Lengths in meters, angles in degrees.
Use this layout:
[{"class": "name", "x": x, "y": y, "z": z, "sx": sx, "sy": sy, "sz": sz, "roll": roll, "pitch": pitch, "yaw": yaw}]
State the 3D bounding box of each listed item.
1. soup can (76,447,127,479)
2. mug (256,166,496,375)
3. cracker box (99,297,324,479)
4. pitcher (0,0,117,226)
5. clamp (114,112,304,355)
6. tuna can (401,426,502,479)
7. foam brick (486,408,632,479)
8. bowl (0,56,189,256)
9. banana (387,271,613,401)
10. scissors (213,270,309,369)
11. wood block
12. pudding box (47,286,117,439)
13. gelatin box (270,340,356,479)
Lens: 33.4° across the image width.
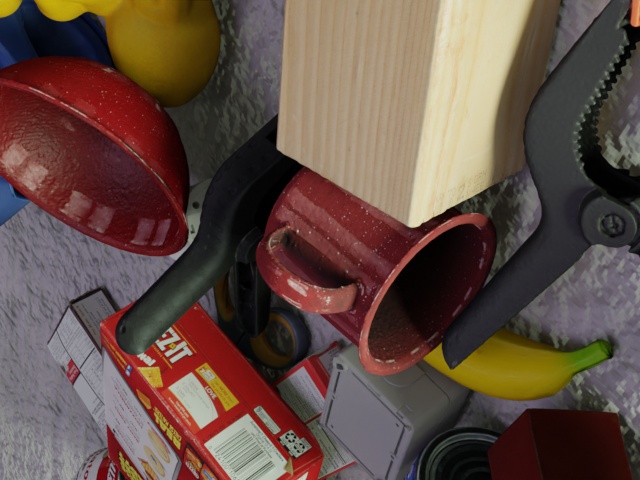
[{"class": "soup can", "x": -0.164, "y": 0.209, "z": 0.928, "sx": 0.102, "sy": 0.068, "sz": 0.068, "roll": -24, "pitch": 93, "yaw": 54}, {"class": "mug", "x": 0.018, "y": 0.008, "z": 0.520, "sx": 0.082, "sy": 0.117, "sz": 0.093, "roll": 39, "pitch": 126, "yaw": 31}, {"class": "cracker box", "x": -0.081, "y": 0.151, "z": 0.757, "sx": 0.164, "sy": 0.072, "sz": 0.214, "roll": 46, "pitch": 152, "yaw": 22}, {"class": "pitcher", "x": -0.252, "y": -0.093, "z": 0.813, "sx": 0.145, "sy": 0.149, "sz": 0.243, "roll": 44, "pitch": 148, "yaw": -12}, {"class": "clamp", "x": -0.054, "y": 0.001, "z": 0.627, "sx": 0.039, "sy": 0.120, "sz": 0.172, "roll": 37, "pitch": 123, "yaw": 26}, {"class": "tuna can", "x": 0.086, "y": 0.144, "z": 0.577, "sx": 0.086, "sy": 0.085, "sz": 0.034, "roll": 44, "pitch": 138, "yaw": 23}, {"class": "foam brick", "x": 0.120, "y": 0.129, "z": 0.525, "sx": 0.051, "sy": 0.053, "sz": 0.078, "roll": 116, "pitch": 156, "yaw": -50}, {"class": "bowl", "x": -0.138, "y": -0.060, "z": 0.648, "sx": 0.162, "sy": 0.055, "sz": 0.162, "roll": 24, "pitch": 154, "yaw": 12}, {"class": "banana", "x": 0.063, "y": 0.029, "z": 0.578, "sx": 0.198, "sy": 0.037, "sz": 0.070, "roll": 37, "pitch": 108, "yaw": 27}, {"class": "scissors", "x": -0.057, "y": 0.087, "z": 0.770, "sx": 0.096, "sy": 0.016, "sz": 0.202, "roll": 43, "pitch": 139, "yaw": 25}, {"class": "wood block", "x": 0.047, "y": -0.124, "z": 0.456, "sx": 0.091, "sy": 0.090, "sz": 0.206, "roll": 33, "pitch": 133, "yaw": 34}, {"class": "pudding box", "x": -0.183, "y": 0.109, "z": 0.915, "sx": 0.113, "sy": 0.039, "sz": 0.090, "roll": 54, "pitch": 142, "yaw": 9}, {"class": "gelatin box", "x": 0.002, "y": 0.115, "z": 0.704, "sx": 0.073, "sy": 0.030, "sz": 0.089, "roll": 57, "pitch": 145, "yaw": 7}]
